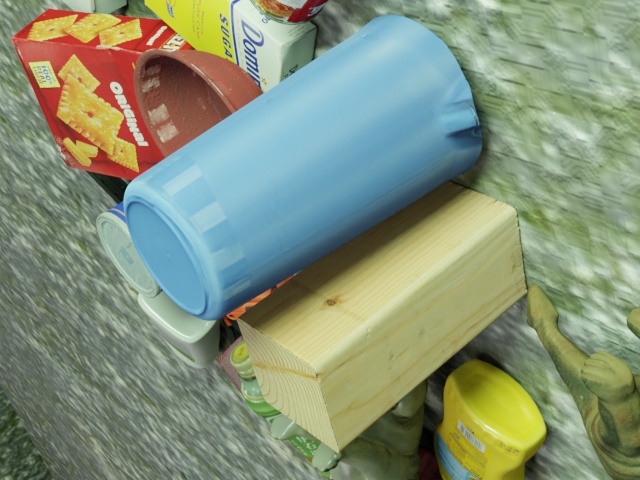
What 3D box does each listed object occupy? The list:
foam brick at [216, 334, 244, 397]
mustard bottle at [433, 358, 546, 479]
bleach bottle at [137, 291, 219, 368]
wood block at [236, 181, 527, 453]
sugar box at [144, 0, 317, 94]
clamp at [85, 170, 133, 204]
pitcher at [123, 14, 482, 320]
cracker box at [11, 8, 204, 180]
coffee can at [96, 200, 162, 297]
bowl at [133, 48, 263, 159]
[{"bbox_3d":[-0.072,0.149,1.254,0.053,0.051,0.078,-45,75,29],"label":"foam brick"},{"bbox_3d":[0.148,0.194,0.986,0.096,0.058,0.192,43,152,26],"label":"mustard bottle"},{"bbox_3d":[-0.179,0.114,1.400,0.102,0.068,0.251,40,164,8],"label":"bleach bottle"},{"bbox_3d":[0.051,0.048,0.803,0.091,0.205,0.090,28,144,44],"label":"wood block"},{"bbox_3d":[-0.081,-0.193,0.916,0.176,0.048,0.093,45,153,21],"label":"sugar box"},{"bbox_3d":[-0.215,-0.033,1.341,0.210,0.036,0.165,56,154,-10],"label":"clamp"},{"bbox_3d":[-0.018,-0.051,0.756,0.145,0.242,0.149,48,153,16],"label":"pitcher"},{"bbox_3d":[-0.185,-0.137,1.063,0.214,0.072,0.164,13,136,30],"label":"cracker box"},{"bbox_3d":[-0.151,-0.019,1.133,0.103,0.140,0.103,40,151,27],"label":"coffee can"},{"bbox_3d":[-0.089,-0.105,0.922,0.162,0.055,0.162,37,149,26],"label":"bowl"}]
